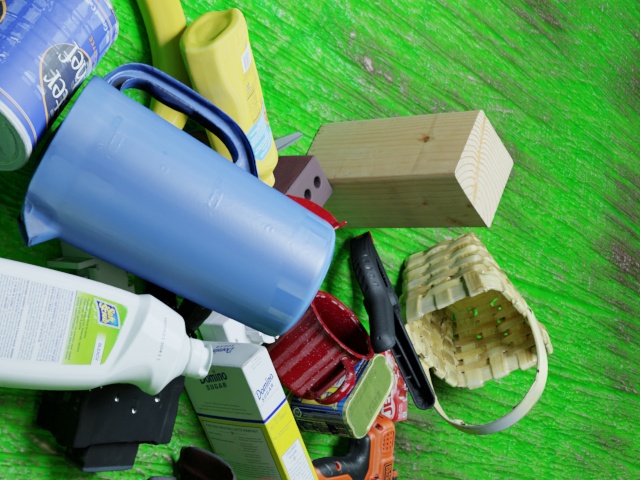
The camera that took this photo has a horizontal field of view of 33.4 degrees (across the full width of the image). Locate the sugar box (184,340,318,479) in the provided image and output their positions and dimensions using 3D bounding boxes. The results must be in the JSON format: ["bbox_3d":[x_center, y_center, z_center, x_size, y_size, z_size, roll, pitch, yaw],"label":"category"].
[{"bbox_3d":[-0.069,0.182,1.046,0.048,0.094,0.176,-40,121,-45],"label":"sugar box"}]

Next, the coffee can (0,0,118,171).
[{"bbox_3d":[-0.235,-0.139,0.827,0.102,0.103,0.140,54,50,-37],"label":"coffee can"}]

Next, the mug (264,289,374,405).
[{"bbox_3d":[0.000,0.120,1.108,0.093,0.082,0.117,28,25,-44],"label":"mug"}]

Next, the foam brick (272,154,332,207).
[{"bbox_3d":[-0.032,-0.047,1.128,0.078,0.051,0.053,-56,131,-36],"label":"foam brick"}]

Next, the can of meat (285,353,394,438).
[{"bbox_3d":[0.022,0.167,1.170,0.102,0.084,0.057,-56,131,-36],"label":"can of meat"}]

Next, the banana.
[{"bbox_3d":[-0.149,-0.176,0.991,0.069,0.037,0.198,-6,95,-54],"label":"banana"}]

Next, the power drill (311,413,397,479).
[{"bbox_3d":[0.014,0.295,1.179,0.187,0.057,0.184,-7,103,-53],"label":"power drill"}]

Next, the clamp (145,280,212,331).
[{"bbox_3d":[-0.113,0.015,0.976,0.039,0.120,0.171,4,90,-47],"label":"clamp"}]

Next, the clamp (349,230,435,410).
[{"bbox_3d":[0.074,0.082,1.194,0.164,0.036,0.210,58,12,-45],"label":"clamp"}]

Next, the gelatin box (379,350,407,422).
[{"bbox_3d":[0.074,0.175,1.280,0.073,0.030,0.089,3,87,-52],"label":"gelatin box"}]

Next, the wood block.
[{"bbox_3d":[0.088,-0.074,1.156,0.090,0.207,0.090,50,53,-39],"label":"wood block"}]

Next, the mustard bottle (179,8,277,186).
[{"bbox_3d":[-0.080,-0.116,1.019,0.096,0.058,0.191,-78,158,-55],"label":"mustard bottle"}]

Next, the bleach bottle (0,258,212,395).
[{"bbox_3d":[-0.205,0.075,0.812,0.250,0.068,0.102,16,76,-23],"label":"bleach bottle"}]

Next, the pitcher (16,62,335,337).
[{"bbox_3d":[-0.110,-0.029,0.876,0.242,0.145,0.149,29,106,-11],"label":"pitcher"}]
